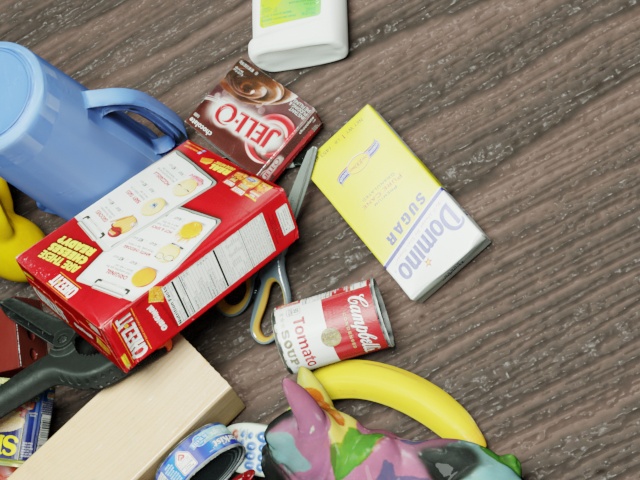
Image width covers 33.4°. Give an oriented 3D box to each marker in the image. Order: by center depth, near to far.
[{"bbox_3d":[-0.056,-0.080,1.092,0.121,0.020,0.020,-4,80,18],"label":"marker"}]

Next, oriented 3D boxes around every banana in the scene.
[{"bbox_3d":[0.063,0.151,1.011,0.198,0.037,0.070,8,103,21],"label":"banana"}]

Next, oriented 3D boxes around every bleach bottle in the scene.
[{"bbox_3d":[-0.027,-0.306,1.096,0.103,0.068,0.251,-7,77,16],"label":"bleach bottle"}]

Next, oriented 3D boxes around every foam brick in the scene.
[{"bbox_3d":[-0.329,0.104,1.138,0.051,0.053,0.078,-13,78,16],"label":"foam brick"}]

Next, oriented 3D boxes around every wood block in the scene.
[{"bbox_3d":[-0.181,0.193,1.025,0.206,0.090,0.091,-44,71,-11],"label":"wood block"}]

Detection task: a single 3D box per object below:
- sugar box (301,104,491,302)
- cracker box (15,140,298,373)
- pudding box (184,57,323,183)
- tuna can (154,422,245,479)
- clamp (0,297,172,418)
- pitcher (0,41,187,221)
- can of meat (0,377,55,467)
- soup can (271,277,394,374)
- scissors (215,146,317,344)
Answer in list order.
[{"bbox_3d":[0.072,-0.036,1.028,0.093,0.048,0.176,-43,70,10],"label":"sugar box"},{"bbox_3d":[-0.152,0.008,1.008,0.213,0.072,0.164,-39,42,-22],"label":"cracker box"},{"bbox_3d":[-0.067,-0.119,1.078,0.114,0.039,0.090,38,84,29],"label":"pudding box"},{"bbox_3d":[-0.114,0.212,1.006,0.086,0.086,0.034,-48,68,6],"label":"tuna can"},{"bbox_3d":[-0.243,0.099,1.025,0.210,0.036,0.164,-15,42,10],"label":"clamp"},{"bbox_3d":[-0.247,-0.101,1.042,0.145,0.242,0.149,24,83,22],"label":"pitcher"},{"bbox_3d":[-0.318,0.180,1.062,0.102,0.057,0.084,4,78,12],"label":"can of meat"},{"bbox_3d":[0.012,0.082,1.012,0.102,0.068,0.068,-17,77,8],"label":"soup can"},{"bbox_3d":[-0.057,0.001,1.062,0.096,0.016,0.202,10,97,27],"label":"scissors"}]
